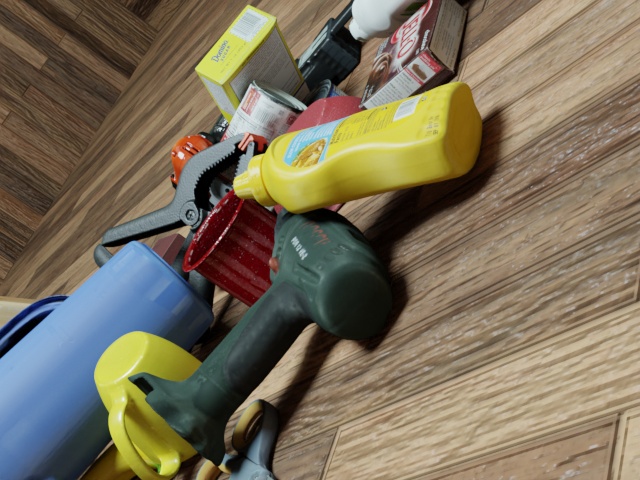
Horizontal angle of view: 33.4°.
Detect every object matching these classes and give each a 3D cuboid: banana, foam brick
[{"bbox_3d":[-0.190,0.217,0.970,0.198,0.037,0.069,-40,20,38],"label":"banana"},{"bbox_3d":[-0.170,0.029,1.243,0.053,0.051,0.078,-59,18,-18],"label":"foam brick"}]

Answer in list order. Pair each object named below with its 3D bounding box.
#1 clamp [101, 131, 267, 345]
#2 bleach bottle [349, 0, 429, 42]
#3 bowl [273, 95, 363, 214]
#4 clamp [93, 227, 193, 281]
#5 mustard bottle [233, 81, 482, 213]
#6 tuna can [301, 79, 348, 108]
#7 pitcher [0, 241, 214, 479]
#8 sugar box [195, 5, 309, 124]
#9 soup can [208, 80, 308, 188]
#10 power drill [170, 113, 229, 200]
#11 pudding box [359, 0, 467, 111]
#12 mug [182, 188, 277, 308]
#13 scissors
[{"bbox_3d":[-0.128,-0.025,1.060,0.036,0.165,0.210,5,-62,-61],"label":"clamp"},{"bbox_3d":[0.098,-0.254,1.014,0.102,0.068,0.251,-14,-8,-34],"label":"bleach bottle"},{"bbox_3d":[-0.003,-0.082,1.014,0.162,0.055,0.162,-48,19,22],"label":"bowl"},{"bbox_3d":[-0.181,0.061,1.111,0.120,0.039,0.171,-7,55,7],"label":"clamp"},{"bbox_3d":[0.019,-0.061,0.790,0.192,0.058,0.096,-13,27,27],"label":"mustard bottle"},{"bbox_3d":[-0.004,-0.127,1.133,0.086,0.033,0.086,-47,19,21],"label":"tuna can"},{"bbox_3d":[-0.222,0.114,0.979,0.242,0.149,0.145,-46,9,-8],"label":"pitcher"},{"bbox_3d":[-0.064,-0.160,1.145,0.093,0.048,0.176,-52,-25,-13],"label":"sugar box"},{"bbox_3d":[-0.063,-0.103,1.085,0.102,0.068,0.068,-61,16,15],"label":"soup can"},{"bbox_3d":[-0.104,-0.116,1.275,0.187,0.057,0.184,-54,-10,-18],"label":"power drill"},{"bbox_3d":[0.085,-0.165,0.966,0.090,0.039,0.113,-39,23,37],"label":"pudding box"},{"bbox_3d":[-0.056,0.001,0.952,0.117,0.081,0.093,-52,18,7],"label":"mug"},{"bbox_3d":[-0.035,0.150,0.734,0.202,0.016,0.096,-21,37,60],"label":"scissors"}]
